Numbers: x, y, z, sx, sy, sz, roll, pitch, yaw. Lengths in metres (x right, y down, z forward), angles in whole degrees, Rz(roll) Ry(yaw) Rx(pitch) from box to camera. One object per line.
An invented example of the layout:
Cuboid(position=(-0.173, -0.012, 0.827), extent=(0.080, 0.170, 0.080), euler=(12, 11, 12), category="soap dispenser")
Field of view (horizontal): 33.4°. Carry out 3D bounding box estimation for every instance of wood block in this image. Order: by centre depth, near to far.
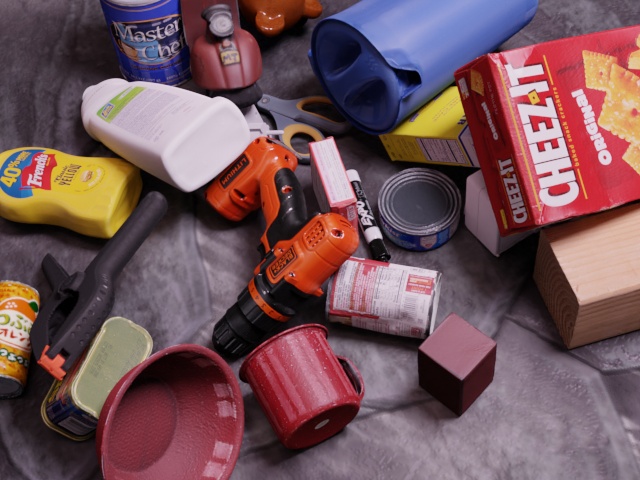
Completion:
Cuboid(position=(0.320, 0.020, 1.023), extent=(0.206, 0.090, 0.091), euler=(-15, 55, -5), category="wood block")

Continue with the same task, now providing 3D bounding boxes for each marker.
Cuboid(position=(0.048, -0.023, 1.116), extent=(0.020, 0.020, 0.121), euler=(-16, 56, -6), category="marker")

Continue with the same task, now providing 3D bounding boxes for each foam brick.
Cuboid(position=(0.125, 0.114, 0.982), extent=(0.053, 0.078, 0.051), euler=(37, 67, 25), category="foam brick")

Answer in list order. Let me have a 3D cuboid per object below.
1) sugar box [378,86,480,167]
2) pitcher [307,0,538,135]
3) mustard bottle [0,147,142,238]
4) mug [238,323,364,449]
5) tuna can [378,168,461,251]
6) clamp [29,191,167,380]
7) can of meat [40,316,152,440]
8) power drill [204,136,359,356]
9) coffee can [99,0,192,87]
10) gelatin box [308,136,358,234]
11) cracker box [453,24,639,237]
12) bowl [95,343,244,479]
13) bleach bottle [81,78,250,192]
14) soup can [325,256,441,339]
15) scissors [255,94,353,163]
Cuboid(position=(0.149, -0.120, 1.104), extent=(0.093, 0.048, 0.177), euler=(-43, 25, -23), category="sugar box")
Cuboid(position=(0.111, -0.229, 1.151), extent=(0.242, 0.145, 0.149), euler=(-35, 75, -25), category="pitcher")
Cuboid(position=(-0.295, -0.058, 1.143), extent=(0.192, 0.058, 0.096), euler=(10, 48, 12), category="mustard bottle")
Cuboid(position=(-0.007, 0.135, 0.981), extent=(0.117, 0.093, 0.081), euler=(-2, 51, -43), category="mug")
Cuboid(position=(0.103, -0.032, 1.109), extent=(0.086, 0.034, 0.086), euler=(-2, 56, 3), category="tuna can")
Cuboid(position=(-0.234, 0.051, 1.016), extent=(0.165, 0.036, 0.210), euler=(-24, 33, 31), category="clamp")
Cuboid(position=(-0.205, 0.127, 0.986), extent=(0.057, 0.084, 0.102), euler=(33, 58, -17), category="can of meat")
Cuboid(position=(-0.057, 0.001, 1.058), extent=(0.185, 0.057, 0.188), euler=(-43, 46, 19), category="power drill")
Cuboid(position=(-0.195, -0.257, 1.221), extent=(0.103, 0.140, 0.103), euler=(-2, 56, 3), category="coffee can")
Cuboid(position=(0.014, -0.050, 1.104), extent=(0.030, 0.073, 0.089), euler=(-15, 56, -6), category="gelatin box")
Cuboid(position=(0.251, -0.109, 1.006), extent=(0.213, 0.072, 0.164), euler=(-14, 86, -24), category="cracker box")
Cuboid(position=(-0.142, 0.167, 0.940), extent=(0.055, 0.162, 0.162), euler=(7, 52, 42), category="bowl")
Cuboid(position=(-0.183, -0.131, 1.142), extent=(0.102, 0.068, 0.251), euler=(-43, 39, -15), category="bleach bottle")
Cuboid(position=(0.061, 0.055, 1.033), extent=(0.102, 0.068, 0.068), euler=(9, 57, 10), category="soup can")
Cuboid(position=(-0.062, -0.139, 1.206), extent=(0.202, 0.016, 0.096), euler=(11, 62, 18), category="scissors")
